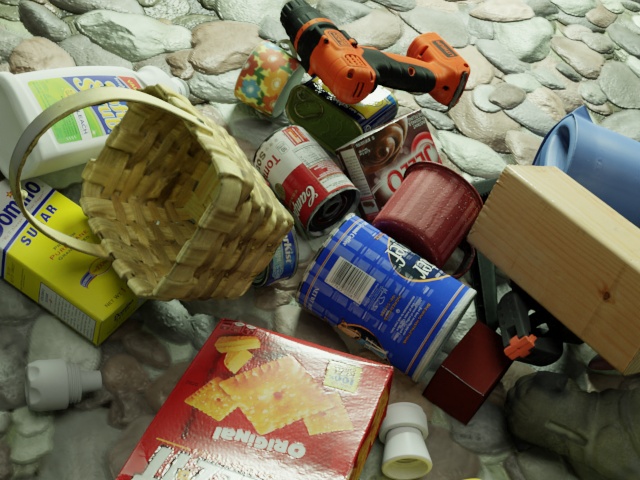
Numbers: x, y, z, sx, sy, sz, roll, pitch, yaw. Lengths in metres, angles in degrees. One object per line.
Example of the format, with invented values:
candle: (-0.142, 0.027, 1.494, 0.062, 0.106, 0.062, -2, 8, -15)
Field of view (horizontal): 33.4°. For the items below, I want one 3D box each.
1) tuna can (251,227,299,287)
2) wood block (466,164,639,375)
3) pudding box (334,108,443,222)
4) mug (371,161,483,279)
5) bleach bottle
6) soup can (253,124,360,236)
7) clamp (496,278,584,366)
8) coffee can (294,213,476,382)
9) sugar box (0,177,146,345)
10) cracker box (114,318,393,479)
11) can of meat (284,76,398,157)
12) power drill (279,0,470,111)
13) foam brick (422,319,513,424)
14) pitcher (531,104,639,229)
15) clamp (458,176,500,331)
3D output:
tuna can: (-0.057, 0.001, 1.029, 0.033, 0.086, 0.086, -17, 58, -28)
wood block: (0.248, 0.022, 0.993, 0.090, 0.091, 0.206, -2, 37, -44)
pudding box: (0.078, -0.080, 1.146, 0.113, 0.039, 0.090, -29, 100, -33)
mug: (0.109, -0.009, 1.061, 0.117, 0.093, 0.081, 51, 59, -21)
bleach bottle: (-0.224, -0.136, 1.072, 0.250, 0.068, 0.102, -29, 95, -53)
soup can: (-0.015, -0.063, 1.109, 0.068, 0.069, 0.102, -23, 61, -33)
clamp: (0.217, 0.081, 1.040, 0.120, 0.039, 0.171, 42, 31, -4)
coffee can: (0.062, 0.054, 1.011, 0.140, 0.103, 0.102, 33, 49, 11)
sugar box: (-0.242, 0.011, 0.986, 0.176, 0.048, 0.093, 34, 47, 9)
cracker box: (-0.050, 0.168, 0.862, 0.164, 0.072, 0.213, 16, 39, 13)
can of meat: (0.026, -0.149, 1.204, 0.102, 0.057, 0.083, 37, 48, 14)
power drill: (0.059, -0.207, 1.193, 0.187, 0.057, 0.184, 0, 39, -30)
foam brick: (0.144, 0.125, 1.011, 0.051, 0.053, 0.078, 36, 50, 13)
pitcher: (0.351, -0.031, 1.174, 0.242, 0.149, 0.145, 19, 32, -6)
clamp: (0.150, -0.008, 1.138, 0.164, 0.036, 0.209, 31, 52, 8)
